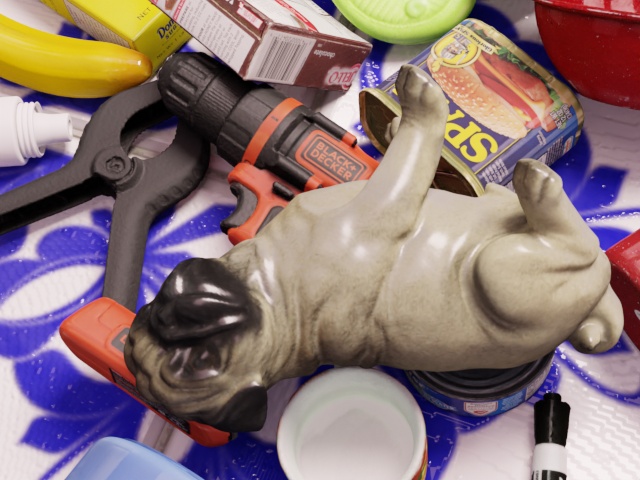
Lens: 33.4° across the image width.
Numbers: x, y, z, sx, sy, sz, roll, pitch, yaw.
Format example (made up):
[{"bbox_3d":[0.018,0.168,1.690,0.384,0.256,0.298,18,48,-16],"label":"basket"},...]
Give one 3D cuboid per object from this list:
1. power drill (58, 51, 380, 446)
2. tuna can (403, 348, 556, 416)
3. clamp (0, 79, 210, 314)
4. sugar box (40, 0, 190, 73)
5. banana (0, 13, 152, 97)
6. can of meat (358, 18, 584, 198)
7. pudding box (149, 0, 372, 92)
[{"bbox_3d":[-0.054,0.001,0.580,0.184,0.057,0.187,34,71,11],"label":"power drill"},{"bbox_3d":[0.082,0.049,0.566,0.086,0.034,0.086,-3,63,6],"label":"tuna can"},{"bbox_3d":[-0.114,-0.027,0.630,0.120,0.039,0.171,42,77,10],"label":"clamp"},{"bbox_3d":[-0.148,-0.192,0.712,0.176,0.048,0.093,35,73,21],"label":"sugar box"},{"bbox_3d":[-0.197,-0.132,0.676,0.198,0.070,0.037,29,55,5],"label":"banana"},{"bbox_3d":[0.086,-0.069,0.612,0.084,0.057,0.102,-38,65,-14],"label":"can of meat"},{"bbox_3d":[-0.034,-0.129,0.631,0.090,0.113,0.039,40,111,24],"label":"pudding box"}]
